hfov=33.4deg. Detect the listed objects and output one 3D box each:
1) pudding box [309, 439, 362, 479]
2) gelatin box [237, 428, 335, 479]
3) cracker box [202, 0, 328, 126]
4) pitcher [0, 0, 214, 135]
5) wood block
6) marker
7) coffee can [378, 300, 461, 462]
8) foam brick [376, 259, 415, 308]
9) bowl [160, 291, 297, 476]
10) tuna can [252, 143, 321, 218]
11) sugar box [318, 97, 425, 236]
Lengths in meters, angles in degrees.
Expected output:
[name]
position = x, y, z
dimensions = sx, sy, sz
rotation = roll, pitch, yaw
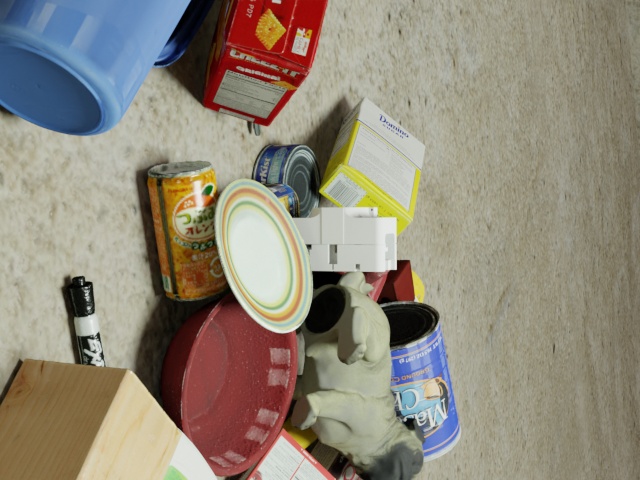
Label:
[pudding box]
position = 0.009, 0.258, 1.106
dimensions = 0.113, 0.039, 0.090
rotation = -57, 142, -26
[gelatin box]
position = -0.038, 0.233, 0.990
dimensions = 0.073, 0.030, 0.089
rotation = 45, 52, -7
[cracker box]
position = -0.038, -0.194, 0.842
dimensions = 0.214, 0.072, 0.164
rotation = 157, -52, -79
[pitcher]
position = -0.135, -0.187, 0.721
dimensions = 0.149, 0.145, 0.242
rotation = 29, 62, -17
[wood block]
position = -0.179, 0.189, 0.683
dimensions = 0.090, 0.091, 0.206
rotation = 63, 37, -45
[marker]
position = -0.167, 0.084, 0.783
dimensions = 0.020, 0.020, 0.121
rotation = -33, 120, -59
[coffee can]
position = 0.087, 0.149, 1.122
dimensions = 0.102, 0.103, 0.140
rotation = -47, 130, -54
[foam brick]
position = 0.059, 0.055, 1.179
dimensions = 0.051, 0.078, 0.053
rotation = -53, 137, -52
[bowl]
position = -0.085, 0.113, 0.899
dimensions = 0.161, 0.055, 0.162
rotation = -19, 113, -55
[tuna can]
position = -0.031, -0.051, 1.038
dimensions = 0.086, 0.034, 0.086
rotation = -6, 96, -64
[sugar box]
position = 0.057, -0.076, 1.115
dimensions = 0.093, 0.048, 0.176
rotation = 38, 27, -11
